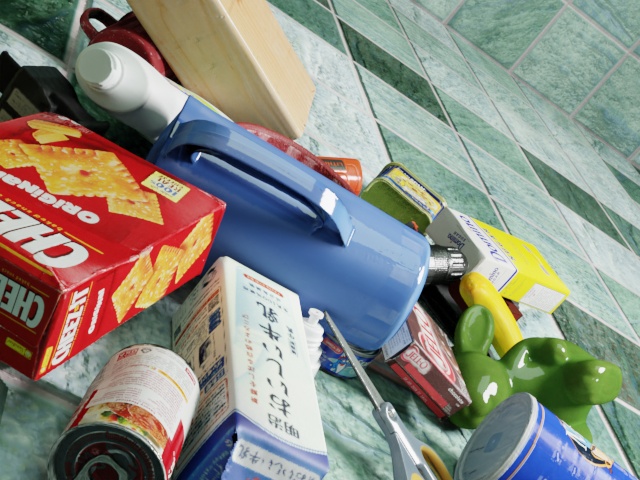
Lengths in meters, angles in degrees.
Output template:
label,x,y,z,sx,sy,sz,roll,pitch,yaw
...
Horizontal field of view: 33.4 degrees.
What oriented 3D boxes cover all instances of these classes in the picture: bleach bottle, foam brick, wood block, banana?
label,x,y,z,sx,sy,sz,roll,pitch,yaw
bleach bottle,-0.147,-0.118,0.947,0.102,0.068,0.250,36,1,11
foam brick,0.187,0.074,1.250,0.052,0.051,0.078,16,31,-48
wood block,-0.095,-0.197,1.080,0.206,0.090,0.090,57,31,-35
banana,0.190,0.085,1.154,0.197,0.037,0.070,54,5,-39

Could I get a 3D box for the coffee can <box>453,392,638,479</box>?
label,x,y,z,sx,sy,sz,roll,pitch,yaw
coffee can,0.201,0.213,0.917,0.140,0.103,0.102,38,21,-6

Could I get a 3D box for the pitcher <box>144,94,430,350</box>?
label,x,y,z,sx,sy,sz,roll,pitch,yaw
pitcher,-0.033,-0.010,0.866,0.242,0.145,0.149,27,19,-9

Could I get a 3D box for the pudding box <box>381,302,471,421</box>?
label,x,y,z,sx,sy,sz,roll,pitch,yaw
pudding box,0.089,0.099,0.977,0.090,0.039,0.113,48,12,-26

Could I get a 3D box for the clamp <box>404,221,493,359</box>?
label,x,y,z,sx,sy,sz,roll,pitch,yaw
clamp,0.121,0.052,1.201,0.164,0.036,0.210,35,25,-17

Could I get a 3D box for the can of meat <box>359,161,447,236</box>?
label,x,y,z,sx,sy,sz,roll,pitch,yaw
can of meat,0.104,-0.045,1.347,0.102,0.057,0.083,40,23,3

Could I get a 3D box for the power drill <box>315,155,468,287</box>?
label,x,y,z,sx,sy,sz,roll,pitch,yaw
power drill,0.046,-0.017,1.130,0.184,0.057,0.188,1,36,-32

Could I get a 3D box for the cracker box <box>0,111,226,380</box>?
label,x,y,z,sx,sy,sz,roll,pitch,yaw
cracker box,-0.183,-0.011,0.700,0.164,0.072,0.213,28,22,12

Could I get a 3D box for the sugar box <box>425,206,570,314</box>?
label,x,y,z,sx,sy,sz,roll,pitch,yaw
sugar box,0.210,0.024,1.250,0.176,0.048,0.093,22,26,-44

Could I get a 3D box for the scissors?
label,x,y,z,sx,sy,sz,roll,pitch,yaw
scissors,0.052,0.154,0.829,0.201,0.016,0.096,53,27,-17

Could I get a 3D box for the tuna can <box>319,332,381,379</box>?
label,x,y,z,sx,sy,sz,roll,pitch,yaw
tuna can,0.012,0.083,0.958,0.086,0.034,0.086,34,21,-15

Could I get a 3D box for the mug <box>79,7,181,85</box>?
label,x,y,z,sx,sy,sz,roll,pitch,yaw
mug,-0.197,-0.193,1.088,0.117,0.093,0.081,46,25,-5

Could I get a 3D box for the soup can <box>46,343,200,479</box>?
label,x,y,z,sx,sy,sz,roll,pitch,yaw
soup can,-0.114,0.113,0.637,0.068,0.069,0.102,37,20,-8
